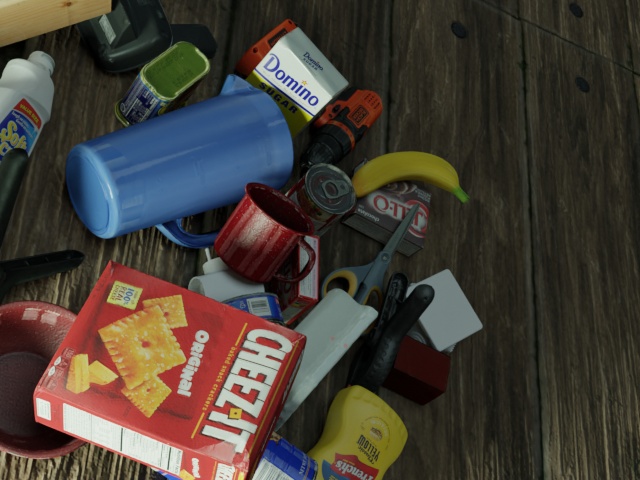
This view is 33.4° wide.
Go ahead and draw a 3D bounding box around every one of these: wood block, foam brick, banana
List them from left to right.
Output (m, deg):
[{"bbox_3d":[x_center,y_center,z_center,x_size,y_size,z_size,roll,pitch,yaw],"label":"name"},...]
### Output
[{"bbox_3d":[-0.345,-0.280,1.183,0.205,0.091,0.090,-22,77,-17],"label":"wood block"},{"bbox_3d":[0.112,-0.085,1.386,0.197,0.037,0.070,0,52,-33],"label":"banana"},{"bbox_3d":[0.111,0.156,1.295,0.078,0.053,0.051,28,53,-17],"label":"foam brick"}]

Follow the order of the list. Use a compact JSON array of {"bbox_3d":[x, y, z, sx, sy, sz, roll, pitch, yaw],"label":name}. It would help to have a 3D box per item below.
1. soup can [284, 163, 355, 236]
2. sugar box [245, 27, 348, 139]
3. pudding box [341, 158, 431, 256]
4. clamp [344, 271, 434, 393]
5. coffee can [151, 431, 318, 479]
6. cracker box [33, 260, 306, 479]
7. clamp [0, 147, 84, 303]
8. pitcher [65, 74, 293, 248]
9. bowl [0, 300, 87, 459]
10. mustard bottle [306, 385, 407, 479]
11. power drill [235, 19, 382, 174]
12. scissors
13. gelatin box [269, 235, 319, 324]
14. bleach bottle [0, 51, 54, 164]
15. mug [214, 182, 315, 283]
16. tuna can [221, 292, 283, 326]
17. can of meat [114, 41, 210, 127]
[{"bbox_3d":[-0.012,-0.040,1.295,0.068,0.102,0.068,15,57,-25],"label":"soup can"},{"bbox_3d":[-0.052,-0.168,1.293,0.093,0.177,0.048,48,50,-1],"label":"sugar box"},{"bbox_3d":[0.088,-0.042,1.401,0.113,0.039,0.090,25,54,-19],"label":"pudding box"},{"bbox_3d":[0.079,0.114,1.247,0.039,0.120,0.171,24,82,-8],"label":"clamp"},{"bbox_3d":[-0.088,0.229,1.095,0.140,0.103,0.102,37,51,-9],"label":"coffee can"},{"bbox_3d":[-0.141,0.130,1.021,0.214,0.072,0.164,20,51,5],"label":"cracker box"},{"bbox_3d":[-0.328,0.032,1.068,0.209,0.036,0.164,-55,144,-23],"label":"clamp"},{"bbox_3d":[-0.158,-0.076,1.217,0.242,0.145,0.149,-22,64,-35],"label":"pitcher"},{"bbox_3d":[-0.285,0.142,1.049,0.161,0.055,0.162,15,57,-25],"label":"bowl"},{"bbox_3d":[0.024,0.259,1.178,0.096,0.058,0.191,46,49,-17],"label":"mustard bottle"},{"bbox_3d":[-0.021,-0.187,1.404,0.187,0.057,0.184,46,46,-6],"label":"power drill"},{"bbox_3d":[0.059,0.022,1.335,0.096,0.016,0.201,24,66,-15],"label":"scissors"},{"bbox_3d":[-0.032,0.044,1.254,0.030,0.073,0.089,15,57,-25],"label":"gelatin box"},{"bbox_3d":[-0.347,-0.114,1.130,0.068,0.102,0.250,3,51,18],"label":"bleach bottle"},{"bbox_3d":[-0.058,0.001,1.207,0.117,0.082,0.093,39,20,8],"label":"mug"},{"bbox_3d":[-0.085,0.089,1.187,0.085,0.086,0.034,-3,68,-34],"label":"tuna can"},{"bbox_3d":[-0.187,-0.183,1.276,0.057,0.084,0.102,45,49,-3],"label":"can of meat"}]
